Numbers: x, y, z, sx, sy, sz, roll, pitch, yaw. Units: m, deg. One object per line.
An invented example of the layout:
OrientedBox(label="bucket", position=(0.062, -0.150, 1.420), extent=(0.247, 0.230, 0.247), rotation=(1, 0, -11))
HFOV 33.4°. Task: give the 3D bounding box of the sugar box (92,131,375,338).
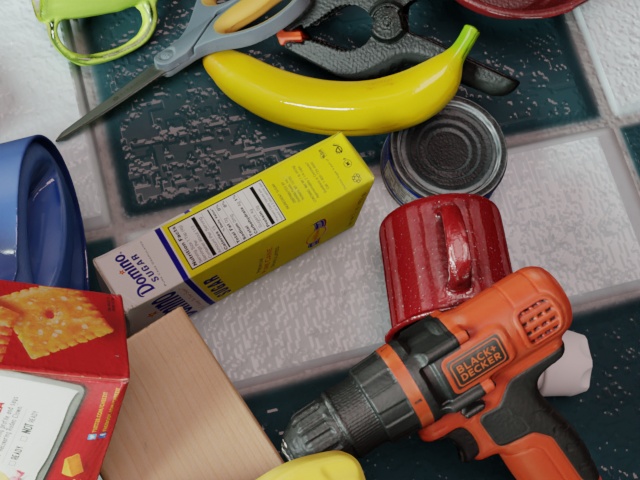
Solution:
OrientedBox(label="sugar box", position=(-0.054, 0.001, 0.680), extent=(0.176, 0.093, 0.048), rotation=(-32, 77, -15))

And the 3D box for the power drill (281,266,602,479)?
OrientedBox(label="power drill", position=(0.092, 0.132, 0.625), extent=(0.184, 0.057, 0.187), rotation=(-31, 108, -3))

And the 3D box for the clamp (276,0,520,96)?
OrientedBox(label="clamp", position=(0.057, -0.144, 0.747), extent=(0.172, 0.039, 0.120), rotation=(-14, 90, 20))

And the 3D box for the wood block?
OrientedBox(label="wood block", position=(-0.064, 0.156, 0.627), extent=(0.090, 0.090, 0.206), rotation=(-32, 77, -16))

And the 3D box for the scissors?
OrientedBox(label="scissors", position=(-0.104, -0.141, 0.759), extent=(0.202, 0.016, 0.096), rotation=(-25, 45, 4))

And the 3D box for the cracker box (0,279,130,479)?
OrientedBox(label="cracker box", position=(-0.215, 0.092, 0.517), extent=(0.213, 0.164, 0.072), rotation=(9, 34, -20))

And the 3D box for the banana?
OrientedBox(label="banana", position=(0.011, -0.104, 0.733), extent=(0.198, 0.037, 0.069), rotation=(-1, 71, 15))

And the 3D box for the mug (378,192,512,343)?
OrientedBox(label="mug", position=(0.081, 0.017, 0.681), extent=(0.093, 0.117, 0.081), rotation=(-8, 67, 2))

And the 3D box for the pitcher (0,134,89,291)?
OrientedBox(label="pitcher", position=(-0.264, 0.013, 0.629), extent=(0.243, 0.149, 0.145), rotation=(-6, 74, 3))

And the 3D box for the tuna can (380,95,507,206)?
OrientedBox(label="tuna can", position=(0.087, -0.058, 0.748), extent=(0.086, 0.034, 0.086), rotation=(2, 71, -6))
